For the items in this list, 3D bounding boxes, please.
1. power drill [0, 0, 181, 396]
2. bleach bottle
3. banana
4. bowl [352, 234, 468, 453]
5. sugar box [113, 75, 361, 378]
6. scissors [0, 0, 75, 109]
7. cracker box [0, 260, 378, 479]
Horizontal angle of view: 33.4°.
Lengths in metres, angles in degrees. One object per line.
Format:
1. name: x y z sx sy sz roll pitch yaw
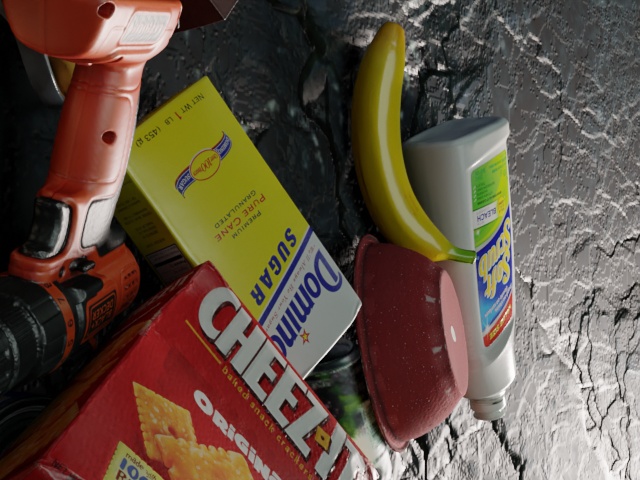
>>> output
1. power drill: -0.124 -0.027 0.494 0.184 0.057 0.188 -51 157 -73
2. bleach bottle: 0.129 0.029 0.899 0.102 0.068 0.251 -29 114 -49
3. banana: 0.058 -0.063 0.815 0.069 0.037 0.198 -23 103 -20
4. bowl: 0.071 0.071 0.779 0.162 0.055 0.162 -10 90 -74
5. sugar box: -0.054 0.001 0.636 0.176 0.048 0.093 53 48 -12
6. scissors: -0.145 -0.130 0.502 0.202 0.016 0.096 83 0 -70
7. cracker box: -0.058 0.123 0.511 0.164 0.072 0.213 53 23 -9
